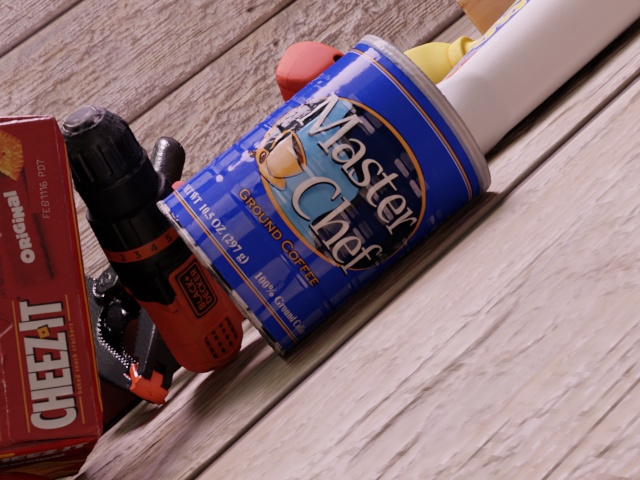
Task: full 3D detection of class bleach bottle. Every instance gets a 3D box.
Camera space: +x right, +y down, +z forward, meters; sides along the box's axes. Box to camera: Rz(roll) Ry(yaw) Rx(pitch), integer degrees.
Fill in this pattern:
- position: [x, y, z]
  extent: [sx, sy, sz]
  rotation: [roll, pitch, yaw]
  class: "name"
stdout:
- position: [0.118, -0.105, 0.672]
  extent: [0.250, 0.068, 0.103]
  rotation: [-43, 6, -23]
  class: "bleach bottle"

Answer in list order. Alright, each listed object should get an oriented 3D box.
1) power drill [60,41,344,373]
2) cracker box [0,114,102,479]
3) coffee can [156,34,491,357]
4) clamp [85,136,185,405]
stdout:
- position: [-0.052, -0.039, 0.638]
  extent: [0.187, 0.184, 0.057]
  rotation: [-42, 40, -25]
  class: "power drill"
- position: [-0.169, 0.047, 0.591]
  extent: [0.072, 0.164, 0.214]
  rotation: [-7, -14, -19]
  class: "cracker box"
- position: [0.002, -0.023, 0.552]
  extent: [0.140, 0.103, 0.103]
  rotation: [-39, 6, -4]
  class: "coffee can"
- position: [-0.147, 0.038, 0.754]
  extent: [0.165, 0.036, 0.210]
  rotation: [-37, 43, 19]
  class: "clamp"
